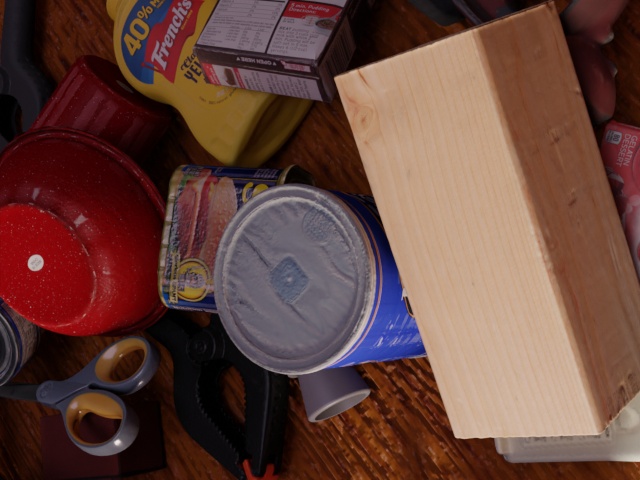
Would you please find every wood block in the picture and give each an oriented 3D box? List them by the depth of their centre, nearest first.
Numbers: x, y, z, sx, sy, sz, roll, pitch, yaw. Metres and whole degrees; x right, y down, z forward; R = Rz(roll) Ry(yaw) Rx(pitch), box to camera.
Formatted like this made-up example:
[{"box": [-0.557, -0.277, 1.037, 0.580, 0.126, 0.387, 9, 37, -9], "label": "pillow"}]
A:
[{"box": [0.097, -0.008, 0.564, 0.091, 0.090, 0.206, -12, 101, 43], "label": "wood block"}]

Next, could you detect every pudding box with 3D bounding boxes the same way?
[{"box": [-0.018, -0.146, 0.682, 0.090, 0.039, 0.113, 11, 59, 22], "label": "pudding box"}]

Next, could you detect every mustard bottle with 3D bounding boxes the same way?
[{"box": [-0.091, -0.137, 0.754, 0.192, 0.058, 0.096, 41, 100, 28], "label": "mustard bottle"}]

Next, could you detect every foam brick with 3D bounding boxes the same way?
[{"box": [-0.162, 0.150, 0.793, 0.078, 0.052, 0.051, -12, 82, 31], "label": "foam brick"}]

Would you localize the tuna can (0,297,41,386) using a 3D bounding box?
[{"box": [-0.256, 0.069, 0.800, 0.086, 0.033, 0.086, 6, 113, 14], "label": "tuna can"}]

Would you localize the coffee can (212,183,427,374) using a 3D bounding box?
[{"box": [0.019, 0.023, 0.629, 0.103, 0.140, 0.103, -1, 87, 32], "label": "coffee can"}]

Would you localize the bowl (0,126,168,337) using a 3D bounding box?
[{"box": [-0.178, 0.007, 0.729, 0.162, 0.055, 0.162, 10, 117, 20], "label": "bowl"}]

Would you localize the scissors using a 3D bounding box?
[{"box": [-0.183, 0.099, 0.786, 0.202, 0.016, 0.096, 17, 69, 49], "label": "scissors"}]

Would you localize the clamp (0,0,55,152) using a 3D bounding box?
[{"box": [-0.250, -0.135, 0.869, 0.120, 0.039, 0.171, -41, 71, 30], "label": "clamp"}]

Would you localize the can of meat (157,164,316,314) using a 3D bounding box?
[{"box": [-0.055, 0.001, 0.695, 0.084, 0.057, 0.102, 4, 82, 23], "label": "can of meat"}]

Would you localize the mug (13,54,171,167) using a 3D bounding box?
[{"box": [-0.165, -0.087, 0.792, 0.081, 0.093, 0.117, -52, 27, 15], "label": "mug"}]

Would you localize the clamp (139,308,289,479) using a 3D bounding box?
[{"box": [-0.083, 0.074, 0.754, 0.165, 0.036, 0.210, -25, 72, 30], "label": "clamp"}]
